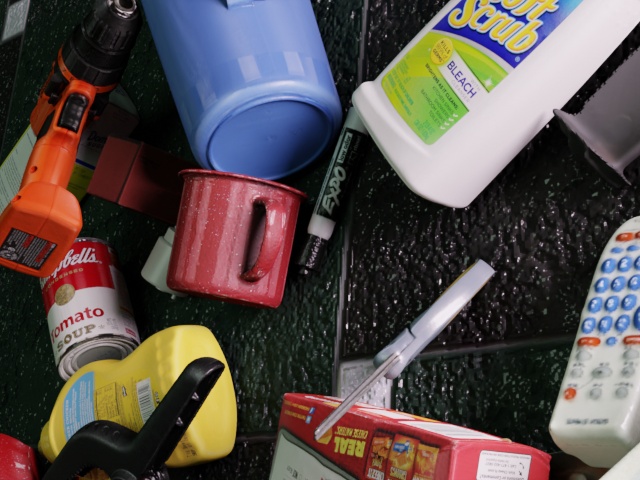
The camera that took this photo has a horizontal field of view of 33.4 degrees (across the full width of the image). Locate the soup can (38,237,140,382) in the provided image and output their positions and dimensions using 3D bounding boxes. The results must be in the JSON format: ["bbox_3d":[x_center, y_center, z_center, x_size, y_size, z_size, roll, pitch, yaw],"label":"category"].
[{"bbox_3d":[-0.185,0.058,0.854,0.069,0.068,0.102,-42,49,24],"label":"soup can"}]

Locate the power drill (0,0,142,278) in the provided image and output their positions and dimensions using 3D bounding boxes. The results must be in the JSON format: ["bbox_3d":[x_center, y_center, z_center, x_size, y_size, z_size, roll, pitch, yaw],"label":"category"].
[{"bbox_3d":[-0.194,-0.079,0.819,0.185,0.057,0.187,-45,29,50],"label":"power drill"}]

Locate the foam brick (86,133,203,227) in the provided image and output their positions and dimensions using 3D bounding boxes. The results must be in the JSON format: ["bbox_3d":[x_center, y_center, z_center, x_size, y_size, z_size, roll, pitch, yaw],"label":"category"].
[{"bbox_3d":[-0.131,-0.045,0.836,0.051,0.078,0.053,17,85,49],"label":"foam brick"}]

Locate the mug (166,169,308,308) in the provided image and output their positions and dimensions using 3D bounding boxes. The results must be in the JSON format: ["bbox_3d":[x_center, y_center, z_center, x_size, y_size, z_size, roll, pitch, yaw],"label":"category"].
[{"bbox_3d":[-0.055,0.001,0.730,0.117,0.093,0.081,-2,76,61],"label":"mug"}]

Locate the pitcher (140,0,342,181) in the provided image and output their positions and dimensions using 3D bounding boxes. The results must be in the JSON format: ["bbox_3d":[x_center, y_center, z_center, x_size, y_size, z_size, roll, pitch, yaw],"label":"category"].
[{"bbox_3d":[-0.066,-0.171,0.782,0.145,0.149,0.243,-37,54,28],"label":"pitcher"}]

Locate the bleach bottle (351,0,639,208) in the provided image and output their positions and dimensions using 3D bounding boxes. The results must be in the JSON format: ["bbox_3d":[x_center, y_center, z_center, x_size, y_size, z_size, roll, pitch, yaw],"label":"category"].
[{"bbox_3d":[0.129,-0.137,0.611,0.251,0.067,0.103,-49,51,26],"label":"bleach bottle"}]

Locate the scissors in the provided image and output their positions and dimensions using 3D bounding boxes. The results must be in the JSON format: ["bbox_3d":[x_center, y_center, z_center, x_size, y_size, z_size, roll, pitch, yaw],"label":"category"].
[{"bbox_3d":[0.033,0.070,0.575,0.016,0.201,0.096,45,134,8],"label":"scissors"}]

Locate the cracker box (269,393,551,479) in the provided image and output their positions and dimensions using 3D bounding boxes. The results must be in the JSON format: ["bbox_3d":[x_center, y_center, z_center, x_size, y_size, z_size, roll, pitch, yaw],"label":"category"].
[{"bbox_3d":[0.029,0.196,0.548,0.164,0.072,0.214,1,81,59],"label":"cracker box"}]

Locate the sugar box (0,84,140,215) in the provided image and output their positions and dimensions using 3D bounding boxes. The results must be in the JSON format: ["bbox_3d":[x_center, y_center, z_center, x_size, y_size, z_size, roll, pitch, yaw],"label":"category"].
[{"bbox_3d":[-0.242,-0.075,0.982,0.176,0.048,0.093,-48,46,14],"label":"sugar box"}]

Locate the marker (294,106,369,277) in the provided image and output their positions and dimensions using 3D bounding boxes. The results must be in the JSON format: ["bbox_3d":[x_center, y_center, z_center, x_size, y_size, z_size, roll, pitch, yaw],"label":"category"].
[{"bbox_3d":[0.009,-0.033,0.736,0.020,0.020,0.121,16,85,47],"label":"marker"}]

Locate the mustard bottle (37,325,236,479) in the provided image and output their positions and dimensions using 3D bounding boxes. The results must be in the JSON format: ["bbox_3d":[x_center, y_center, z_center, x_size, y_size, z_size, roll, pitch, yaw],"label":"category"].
[{"bbox_3d":[-0.147,0.133,0.790,0.192,0.058,0.096,-24,74,36],"label":"mustard bottle"}]

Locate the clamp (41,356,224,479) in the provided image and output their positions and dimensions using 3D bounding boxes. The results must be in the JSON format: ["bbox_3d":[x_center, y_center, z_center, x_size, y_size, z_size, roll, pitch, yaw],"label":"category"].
[{"bbox_3d":[-0.114,0.174,0.715,0.210,0.036,0.164,-20,89,39],"label":"clamp"}]
